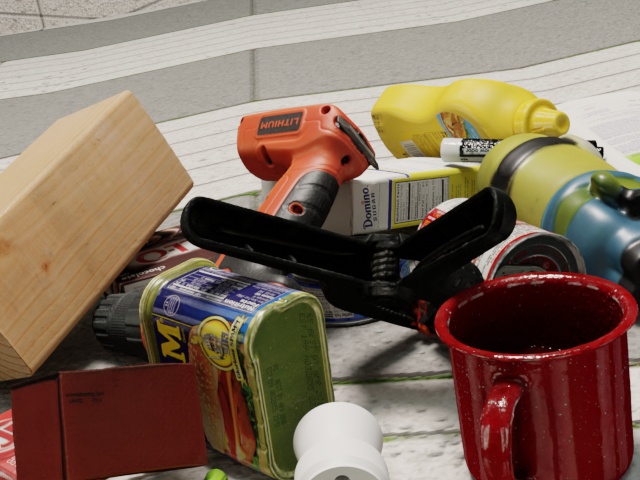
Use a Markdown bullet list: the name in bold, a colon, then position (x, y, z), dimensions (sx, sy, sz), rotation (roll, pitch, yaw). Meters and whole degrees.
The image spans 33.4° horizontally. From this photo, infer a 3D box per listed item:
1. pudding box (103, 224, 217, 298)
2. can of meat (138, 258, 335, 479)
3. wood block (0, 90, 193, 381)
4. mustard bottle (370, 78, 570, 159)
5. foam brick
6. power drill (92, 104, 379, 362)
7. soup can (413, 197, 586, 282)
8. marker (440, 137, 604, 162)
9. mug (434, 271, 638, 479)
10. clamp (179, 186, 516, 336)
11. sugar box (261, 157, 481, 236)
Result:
- **pudding box**: position (-0.108, 0.020, 0.805), dimensions (0.113, 0.039, 0.090), rotation (-18, 22, -21)
- **can of meat**: position (-0.041, 0.067, 0.559), dimensions (0.084, 0.102, 0.057), rotation (13, 29, 42)
- **wood block**: position (-0.189, -0.005, 0.740), dimensions (0.091, 0.090, 0.205), rotation (-13, 30, 38)
- **mustard bottle**: position (0.130, -0.092, 0.879), dimensions (0.058, 0.096, 0.192), rotation (-55, 28, -17)
- **foam brick**: position (-0.103, 0.090, 0.523), dimensions (0.078, 0.053, 0.051), rotation (2, -15, -40)
- **power drill**: position (-0.055, 0.001, 0.701), dimensions (0.185, 0.057, 0.187), rotation (0, 55, 41)
- **soup can**: position (0.109, 0.015, 0.673), dimensions (0.068, 0.068, 0.102), rotation (-17, 21, -18)
- **marker**: position (0.150, -0.067, 0.797), dimensions (0.121, 0.020, 0.020), rotation (3, 24, 25)
- **mug**: position (0.100, 0.074, 0.498), dimensions (0.093, 0.081, 0.117), rotation (0, 22, 26)
- **clamp**: position (0.026, 0.015, 0.584), dimensions (0.165, 0.036, 0.210), rotation (2, -17, 13)
- **sugar box**: position (0.048, -0.036, 0.821), dimensions (0.094, 0.048, 0.175), rotation (9, 15, 43)
